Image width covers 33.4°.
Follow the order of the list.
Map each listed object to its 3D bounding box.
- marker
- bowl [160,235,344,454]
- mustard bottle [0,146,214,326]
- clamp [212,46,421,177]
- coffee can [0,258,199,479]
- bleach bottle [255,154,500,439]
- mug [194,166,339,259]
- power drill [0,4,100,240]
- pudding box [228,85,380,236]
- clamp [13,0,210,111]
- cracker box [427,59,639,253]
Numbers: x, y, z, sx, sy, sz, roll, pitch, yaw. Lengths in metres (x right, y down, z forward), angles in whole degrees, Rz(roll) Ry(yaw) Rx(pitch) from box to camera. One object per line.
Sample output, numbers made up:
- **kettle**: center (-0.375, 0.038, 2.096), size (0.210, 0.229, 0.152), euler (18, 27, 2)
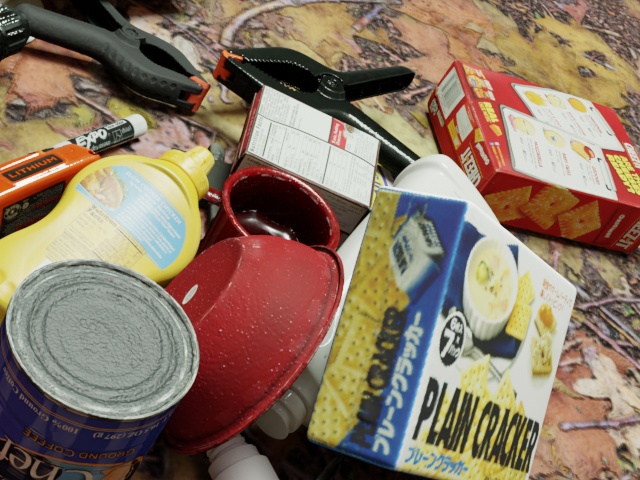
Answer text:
- **marker**: center (-0.183, -0.074, 0.830), size (0.020, 0.020, 0.120), euler (44, 40, 13)
- **bowl**: center (-0.062, 0.050, 0.663), size (0.055, 0.162, 0.162), euler (43, 34, -22)
- **mustard bottle**: center (-0.136, -0.001, 0.708), size (0.096, 0.058, 0.191), euler (43, 58, 0)
- **clamp**: center (0.010, -0.117, 0.932), size (0.209, 0.036, 0.164), euler (10, 42, -25)
- **coffee can**: center (-0.139, 0.093, 0.586), size (0.102, 0.140, 0.103), euler (19, 40, -18)
- **bleach bottle**: center (0.034, 0.042, 0.746), size (0.102, 0.068, 0.250), euler (52, 50, -5)
- **mug**: center (-0.055, 0.001, 0.789), size (0.117, 0.082, 0.093), euler (26, 39, -10)
- **power drill**: center (-0.243, -0.088, 0.757), size (0.188, 0.057, 0.184), euler (41, 49, 18)
- **pudding box**: center (-0.011, -0.064, 0.849), size (0.113, 0.039, 0.090), euler (23, 44, -11)
- **clamp**: center (-0.177, -0.165, 0.912), size (0.171, 0.039, 0.120), euler (35, 36, 7)
- **cracker box**: center (0.225, -0.082, 1.081), size (0.213, 0.072, 0.164), euler (12, 44, -26)
